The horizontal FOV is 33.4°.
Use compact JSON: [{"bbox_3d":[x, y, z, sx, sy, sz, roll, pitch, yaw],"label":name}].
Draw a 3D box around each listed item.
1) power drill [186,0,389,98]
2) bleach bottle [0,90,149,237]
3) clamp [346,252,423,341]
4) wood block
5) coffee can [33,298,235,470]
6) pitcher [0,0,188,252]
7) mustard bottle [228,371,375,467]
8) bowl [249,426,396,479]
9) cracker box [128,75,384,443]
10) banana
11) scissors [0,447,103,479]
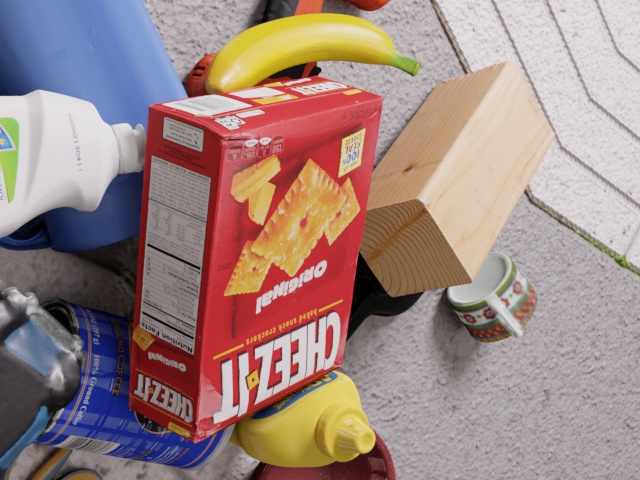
[{"bbox_3d":[-0.002,-0.151,0.882,0.184,0.057,0.187,31,77,-36],"label":"power drill"},{"bbox_3d":[-0.221,-0.029,0.616,0.250,0.068,0.102,-11,96,-24],"label":"bleach bottle"},{"bbox_3d":[0.042,0.023,0.941,0.209,0.036,0.164,-25,124,-36],"label":"clamp"},{"bbox_3d":[0.114,-0.057,0.924,0.090,0.091,0.205,55,48,-22],"label":"wood block"},{"bbox_3d":[-0.144,0.108,0.783,0.140,0.103,0.103,19,84,-37],"label":"coffee can"},{"bbox_3d":[-0.177,-0.118,0.719,0.149,0.145,0.243,-47,121,-54],"label":"pitcher"},{"bbox_3d":[-0.025,0.130,0.818,0.096,0.192,0.058,-24,110,-32],"label":"mustard bottle"},{"bbox_3d":[-0.011,0.227,0.929,0.161,0.055,0.162,-6,100,-36],"label":"bowl"},{"bbox_3d":[-0.041,0.008,0.717,0.163,0.072,0.214,-20,124,-49],"label":"cracker box"},{"bbox_3d":[-0.014,-0.142,0.802,0.197,0.070,0.037,-15,132,-35],"label":"banana"},{"bbox_3d":[-0.234,0.227,0.786,0.096,0.016,0.201,42,71,-33],"label":"scissors"}]
